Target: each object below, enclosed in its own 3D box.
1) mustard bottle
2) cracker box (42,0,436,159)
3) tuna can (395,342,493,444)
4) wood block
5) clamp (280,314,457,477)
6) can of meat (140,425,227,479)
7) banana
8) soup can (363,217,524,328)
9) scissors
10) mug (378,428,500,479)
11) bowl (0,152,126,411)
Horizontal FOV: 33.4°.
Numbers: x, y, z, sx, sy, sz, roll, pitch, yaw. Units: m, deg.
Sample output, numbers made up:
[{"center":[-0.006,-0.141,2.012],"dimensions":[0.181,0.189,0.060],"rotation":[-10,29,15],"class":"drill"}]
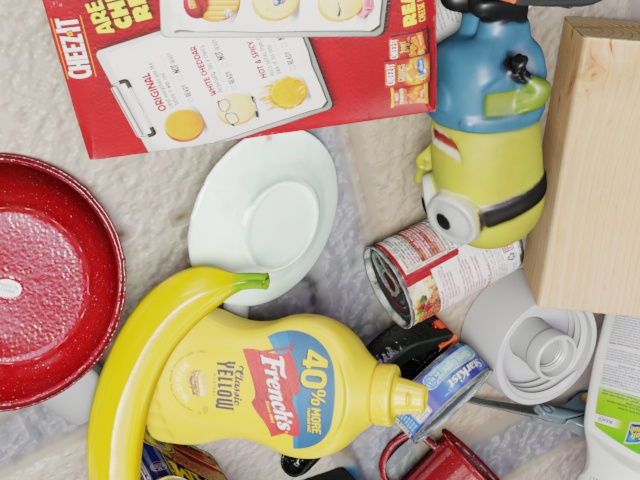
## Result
[{"center":[-0.023,0.097,0.719],"dimensions":[0.192,0.058,0.096],"rotation":[4,95,16],"class":"mustard bottle"},{"center":[-0.043,-0.142,0.607],"dimensions":[0.213,0.072,0.164],"rotation":[-8,133,-2],"class":"cracker box"},{"center":[0.095,0.120,0.845],"dimensions":[0.086,0.034,0.086],"rotation":[-39,163,-15],"class":"tuna can"},{"center":[0.217,-0.056,0.807],"dimensions":[0.091,0.090,0.206],"rotation":[5,111,1],"class":"wood block"},{"center":[0.029,0.107,0.813],"dimensions":[0.171,0.039,0.120],"rotation":[-39,157,-10],"class":"clamp"},{"center":[-0.104,0.184,0.768],"dimensions":[0.102,0.084,0.057],"rotation":[36,92,-34],"class":"can of meat"},{"center":[-0.110,0.091,0.692],"dimensions":[0.198,0.070,0.037],"rotation":[-60,162,4],"class":"banana"},{"center":[0.093,0.014,0.803],"dimensions":[0.102,0.069,0.068],"rotation":[-27,121,-15],"class":"soup can"},{"center":[0.202,0.145,0.937],"dimensions":[0.201,0.096,0.016],"rotation":[19,112,0],"class":"scissors"},{"center":[0.098,0.210,0.889],"dimensions":[0.117,0.093,0.081],"rotation":[44,93,-3],"class":"mug"},{"center":[-0.189,0.026,0.640],"dimensions":[0.161,0.055,0.162],"rotation":[0,90,-24],"class":"bowl"}]
